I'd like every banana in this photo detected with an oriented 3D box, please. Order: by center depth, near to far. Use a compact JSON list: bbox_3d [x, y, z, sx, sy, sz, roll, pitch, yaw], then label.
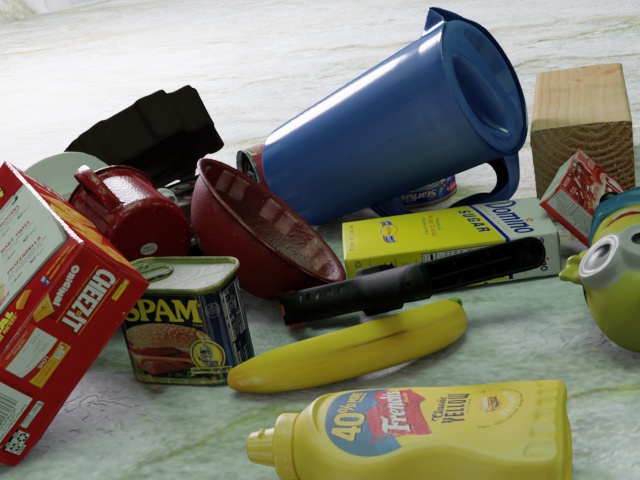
[{"bbox_3d":[0.032,0.079,0.780,0.197,0.037,0.070,-15,-6,-18],"label":"banana"}]

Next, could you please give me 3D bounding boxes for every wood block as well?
[{"bbox_3d":[0.256,-0.101,1.043,0.090,0.091,0.206,-5,22,15],"label":"wood block"}]

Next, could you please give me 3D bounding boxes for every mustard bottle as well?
[{"bbox_3d":[0.049,0.121,0.630,0.192,0.058,0.096,-5,21,16],"label":"mustard bottle"}]

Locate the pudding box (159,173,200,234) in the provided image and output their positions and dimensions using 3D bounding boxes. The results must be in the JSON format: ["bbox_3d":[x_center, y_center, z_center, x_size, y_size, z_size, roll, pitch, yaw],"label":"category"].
[{"bbox_3d":[-0.153,-0.032,1.136,0.113,0.039,0.090,-22,22,-28],"label":"pudding box"}]

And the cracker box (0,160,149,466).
[{"bbox_3d":[-0.234,0.047,0.811,0.164,0.072,0.214,-55,35,-1],"label":"cracker box"}]

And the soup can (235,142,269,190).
[{"bbox_3d":[-0.032,-0.079,1.157,0.102,0.068,0.069,-18,22,-19],"label":"soup can"}]

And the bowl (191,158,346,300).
[{"bbox_3d":[-0.056,0.001,0.914,0.055,0.162,0.162,-49,18,12],"label":"bowl"}]

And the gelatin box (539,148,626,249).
[{"bbox_3d":[0.231,-0.032,0.907,0.030,0.073,0.089,-49,-1,35],"label":"gelatin box"}]

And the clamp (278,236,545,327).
[{"bbox_3d":[0.055,0.034,0.806,0.164,0.036,0.210,-10,-5,-42],"label":"clamp"}]

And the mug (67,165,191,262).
[{"bbox_3d":[-0.168,-0.017,0.912,0.093,0.117,0.082,-41,37,-13],"label":"mug"}]

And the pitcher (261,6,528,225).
[{"bbox_3d":[0.067,-0.091,1.005,0.243,0.144,0.149,-24,46,37],"label":"pitcher"}]

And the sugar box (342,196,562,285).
[{"bbox_3d":[0.108,0.005,0.909,0.176,0.048,0.093,-10,21,4],"label":"sugar box"}]

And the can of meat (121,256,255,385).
[{"bbox_3d":[-0.105,0.061,0.816,0.102,0.084,0.057,-1,24,24],"label":"can of meat"}]

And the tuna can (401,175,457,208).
[{"bbox_3d":[0.097,-0.064,1.105,0.086,0.034,0.086,-9,21,4],"label":"tuna can"}]
